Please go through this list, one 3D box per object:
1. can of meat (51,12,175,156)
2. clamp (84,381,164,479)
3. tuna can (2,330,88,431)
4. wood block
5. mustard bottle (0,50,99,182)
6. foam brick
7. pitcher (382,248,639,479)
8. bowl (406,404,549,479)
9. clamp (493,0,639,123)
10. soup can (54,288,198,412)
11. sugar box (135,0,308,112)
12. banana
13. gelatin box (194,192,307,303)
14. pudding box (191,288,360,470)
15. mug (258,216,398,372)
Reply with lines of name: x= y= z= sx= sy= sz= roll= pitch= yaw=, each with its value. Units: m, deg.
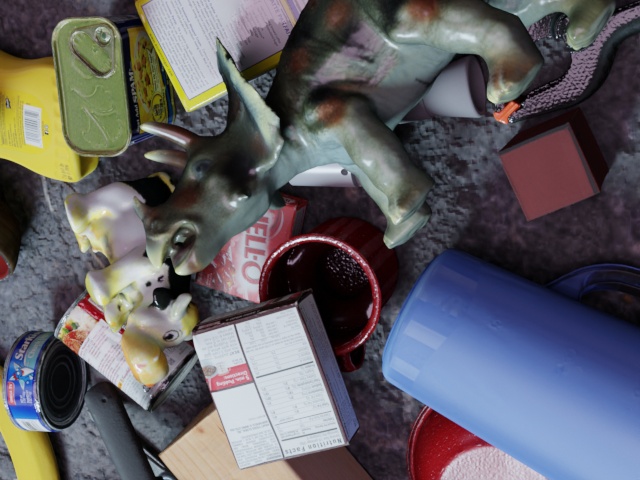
can of meat: x=-0.154 y=-0.122 z=0.812 sx=0.057 sy=0.083 sz=0.102 roll=1 pitch=106 yaw=19
clamp: x=-0.139 y=0.202 z=0.851 sx=0.036 sy=0.165 sz=0.210 roll=-25 pitch=81 yaw=-13
tuna can: x=-0.232 y=0.120 z=0.908 sx=0.034 sy=0.086 sz=0.086 roll=0 pitch=105 yaw=17
wood block: x=-0.019 y=0.211 z=0.858 sx=0.090 sy=0.090 sz=0.206 roll=-41 pitch=90 yaw=24
mustard bottle: x=-0.272 y=-0.112 z=0.870 sx=0.192 sy=0.058 sz=0.096 roll=13 pitch=119 yaw=15
foam brick: x=0.160 y=-0.053 z=0.728 sx=0.051 sy=0.078 sz=0.053 roll=-23 pitch=95 yaw=24
pitcher: x=0.175 y=0.094 z=0.738 sx=0.243 sy=0.149 sz=0.145 roll=27 pitch=119 yaw=15
bowl: x=0.139 y=0.186 z=0.816 sx=0.162 sy=0.055 sz=0.162 roll=5 pitch=107 yaw=17
clamp: x=0.183 y=-0.144 z=0.715 sx=0.120 sy=0.039 sz=0.172 roll=34 pitch=119 yaw=12
soup can: x=-0.158 y=0.085 z=0.882 sx=0.102 sy=0.068 sz=0.069 roll=38 pitch=114 yaw=5
sugar box: x=-0.041 y=-0.174 z=0.780 sx=0.176 sy=0.048 sz=0.093 roll=-24 pitch=97 yaw=20
banana: x=-0.273 y=0.198 z=0.971 sx=0.070 sy=0.037 sz=0.198 roll=-3 pitch=104 yaw=19
gelatin box: x=-0.056 y=0.001 z=0.843 sx=0.073 sy=0.030 sz=0.089 roll=17 pitch=110 yaw=14
pudding box: x=-0.033 y=0.101 z=0.766 sx=0.090 sy=0.039 sz=0.113 roll=-17 pitch=99 yaw=18
mug: x=0.014 y=0.041 z=0.802 sx=0.093 sy=0.081 sz=0.117 roll=-12 pitch=101 yaw=22
